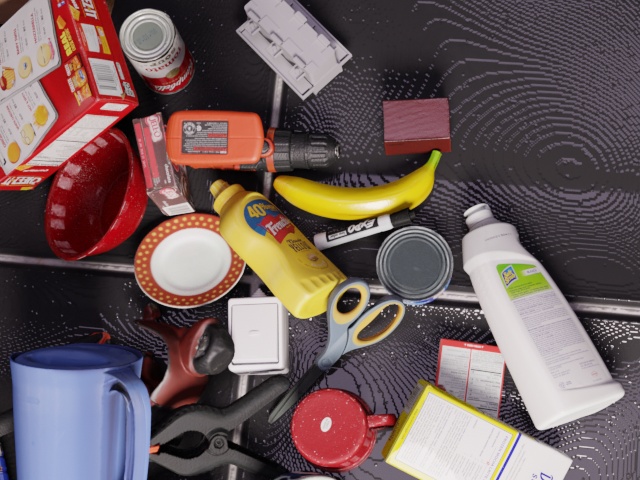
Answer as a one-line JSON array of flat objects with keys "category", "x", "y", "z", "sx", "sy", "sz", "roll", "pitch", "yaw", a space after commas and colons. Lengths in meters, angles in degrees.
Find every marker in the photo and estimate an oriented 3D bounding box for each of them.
[{"category": "marker", "x": 0.051, "y": -0.013, "z": 1.207, "sx": 0.121, "sy": 0.020, "sz": 0.020, "roll": -16, "pitch": 75, "yaw": 18}]

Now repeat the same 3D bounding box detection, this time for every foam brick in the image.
[{"category": "foam brick", "x": 0.111, "y": -0.131, "z": 1.226, "sx": 0.078, "sy": 0.053, "sz": 0.051, "roll": -2, "pitch": 77, "yaw": 6}]

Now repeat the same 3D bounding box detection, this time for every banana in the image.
[{"category": "banana", "x": 0.046, "y": -0.055, "z": 1.227, "sx": 0.198, "sy": 0.037, "sz": 0.069, "roll": -8, "pitch": 59, "yaw": 3}]

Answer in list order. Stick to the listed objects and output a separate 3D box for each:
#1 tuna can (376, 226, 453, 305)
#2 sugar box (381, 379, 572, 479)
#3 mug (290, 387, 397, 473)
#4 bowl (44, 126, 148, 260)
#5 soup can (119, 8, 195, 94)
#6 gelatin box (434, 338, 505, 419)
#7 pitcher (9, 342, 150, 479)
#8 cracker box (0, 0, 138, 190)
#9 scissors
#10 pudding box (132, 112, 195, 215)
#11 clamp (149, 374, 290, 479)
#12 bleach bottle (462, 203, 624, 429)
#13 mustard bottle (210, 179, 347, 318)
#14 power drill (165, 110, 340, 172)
[{"category": "tuna can", "x": 0.106, "y": 0.029, "z": 1.200, "sx": 0.086, "sy": 0.033, "sz": 0.086, "roll": -1, "pitch": 77, "yaw": 6}, {"category": "sugar box", "x": 0.163, "y": 0.226, "z": 1.118, "sx": 0.176, "sy": 0.048, "sz": 0.093, "roll": 28, "pitch": 90, "yaw": -7}, {"category": "mug", "x": 0.024, "y": 0.201, "z": 1.145, "sx": 0.117, "sy": 0.081, "sz": 0.093, "roll": -6, "pitch": 76, "yaw": 5}, {"category": "bowl", "x": -0.248, "y": -0.047, "z": 1.225, "sx": 0.162, "sy": 0.055, "sz": 0.162, "roll": -20, "pitch": 60, "yaw": 38}, {"category": "soup can", "x": -0.191, "y": -0.222, "z": 1.256, "sx": 0.068, "sy": 0.102, "sz": 0.068, "roll": -1, "pitch": 77, "yaw": 6}, {"category": "gelatin box", "x": 0.162, "y": 0.156, "z": 1.167, "sx": 0.073, "sy": 0.030, "sz": 0.089, "roll": 7, "pitch": 78, "yaw": 7}, {"category": "pitcher", "x": -0.243, "y": 0.231, "z": 1.089, "sx": 0.145, "sy": 0.149, "sz": 0.243, "roll": 1, "pitch": 95, "yaw": -6}, {"category": "cracker box", "x": -0.317, "y": -0.177, "z": 1.228, "sx": 0.214, "sy": 0.071, "sz": 0.164, "roll": -31, "pitch": 72, "yaw": 34}, {"category": "scissors", "x": 0.000, "y": 0.114, "z": 1.167, "sx": 0.202, "sy": 0.016, "sz": 0.096, "roll": -35, "pitch": 119, "yaw": 3}, {"category": "pudding box", "x": -0.178, "y": -0.084, "z": 1.217, "sx": 0.039, "sy": 0.113, "sz": 0.090, "roll": -12, "pitch": 77, "yaw": -1}, {"category": "clamp", "x": -0.106, "y": 0.199, "z": 1.136, "sx": 0.171, "sy": 0.039, "sz": 0.120, "roll": 5, "pitch": 95, "yaw": -23}, {"category": "bleach bottle", "x": 0.226, "y": 0.073, "z": 1.157, "sx": 0.102, "sy": 0.068, "sz": 0.251, "roll": -11, "pitch": 67, "yaw": -29}, {"category": "mustard bottle", "x": -0.058, "y": 0.001, "z": 1.193, "sx": 0.192, "sy": 0.096, "sz": 0.058, "roll": 46, "pitch": 118, "yaw": 19}, {"category": "power drill", "x": -0.080, "y": -0.104, "z": 1.175, "sx": 0.184, "sy": 0.187, "sz": 0.057, "roll": -1, "pitch": 89, "yaw": 10}]
